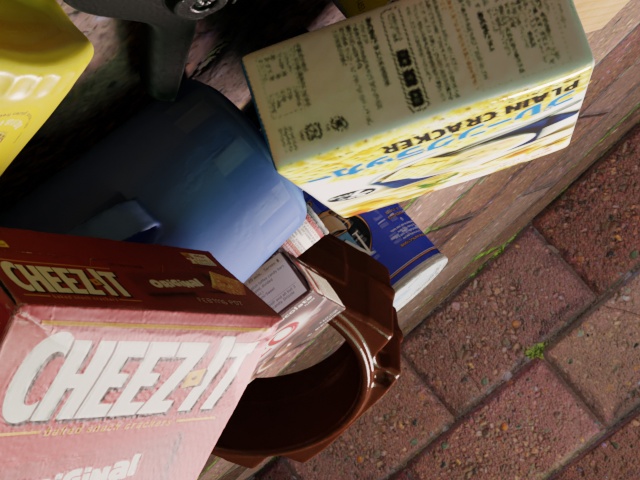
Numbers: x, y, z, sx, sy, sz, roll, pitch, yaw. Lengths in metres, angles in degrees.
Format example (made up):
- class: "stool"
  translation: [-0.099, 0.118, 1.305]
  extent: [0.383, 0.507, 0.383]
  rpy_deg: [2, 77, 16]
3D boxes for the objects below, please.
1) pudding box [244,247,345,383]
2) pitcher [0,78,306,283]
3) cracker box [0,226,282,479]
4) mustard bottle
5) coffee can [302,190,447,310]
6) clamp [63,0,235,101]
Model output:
- class: "pudding box"
  translation: [-0.046, 0.058, 0.665]
  extent: [0.113, 0.039, 0.090]
  rpy_deg: [-40, 164, 4]
- class: "pitcher"
  translation: [-0.127, 0.022, 0.582]
  extent: [0.242, 0.149, 0.145]
  rpy_deg: [-42, 130, -9]
- class: "cracker box"
  translation: [-0.130, 0.106, 0.489]
  extent: [0.163, 0.072, 0.214]
  rpy_deg: [8, 115, -54]
- class: "mustard bottle"
  translation: [-0.177, -0.021, 0.432]
  extent: [0.192, 0.058, 0.096]
  rpy_deg: [-45, 170, 25]
- class: "coffee can"
  translation: [0.026, -0.003, 0.920]
  extent: [0.102, 0.140, 0.103]
  rpy_deg: [-38, 168, -10]
- class: "clamp"
  translation: [-0.059, -0.113, 0.463]
  extent: [0.165, 0.036, 0.209]
  rpy_deg: [-23, 167, 26]
